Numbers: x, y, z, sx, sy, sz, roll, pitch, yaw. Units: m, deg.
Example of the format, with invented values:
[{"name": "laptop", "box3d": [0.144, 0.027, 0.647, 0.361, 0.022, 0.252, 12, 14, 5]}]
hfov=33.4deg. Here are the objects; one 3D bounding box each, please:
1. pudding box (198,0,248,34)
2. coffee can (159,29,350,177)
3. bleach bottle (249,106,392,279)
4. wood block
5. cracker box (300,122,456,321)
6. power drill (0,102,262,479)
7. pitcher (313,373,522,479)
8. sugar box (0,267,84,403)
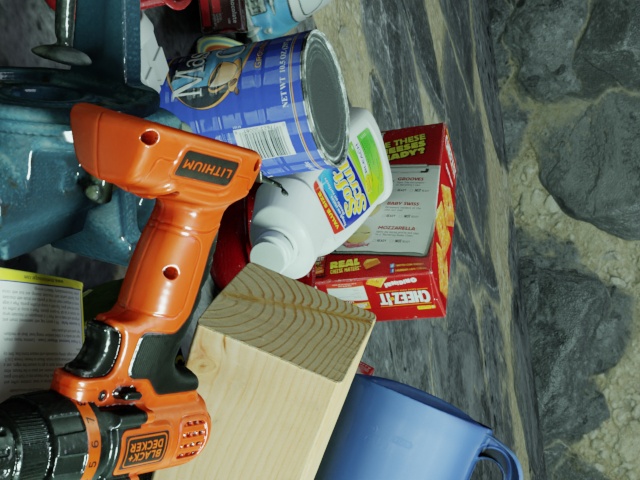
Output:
[{"name": "pudding box", "box3d": [-0.083, -0.217, 0.885, 0.113, 0.039, 0.090, -112, -164, -79]}, {"name": "coffee can", "box3d": [-0.060, -0.095, 0.800, 0.102, 0.140, 0.103, -8, 90, -72]}, {"name": "bleach bottle", "box3d": [-0.003, -0.030, 0.897, 0.250, 0.068, 0.102, -57, 135, -60]}, {"name": "wood block", "box3d": [-0.047, 0.132, 0.675, 0.090, 0.091, 0.206, -53, 164, -62]}, {"name": "cracker box", "box3d": [0.046, -0.016, 1.056, 0.213, 0.164, 0.072, -79, 156, -45]}, {"name": "power drill", "box3d": [-0.104, 0.032, 0.516, 0.184, 0.057, 0.188, 6, 102, -61]}, {"name": "pitcher", "box3d": [0.048, 0.240, 0.873, 0.144, 0.149, 0.243, 24, 85, -27]}, {"name": "sugar box", "box3d": [-0.162, 0.105, 0.560, 0.093, 0.048, 0.176, 19, 68, -68]}]
